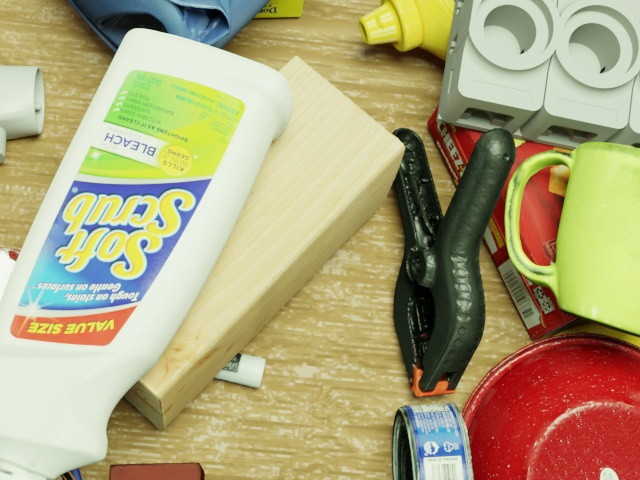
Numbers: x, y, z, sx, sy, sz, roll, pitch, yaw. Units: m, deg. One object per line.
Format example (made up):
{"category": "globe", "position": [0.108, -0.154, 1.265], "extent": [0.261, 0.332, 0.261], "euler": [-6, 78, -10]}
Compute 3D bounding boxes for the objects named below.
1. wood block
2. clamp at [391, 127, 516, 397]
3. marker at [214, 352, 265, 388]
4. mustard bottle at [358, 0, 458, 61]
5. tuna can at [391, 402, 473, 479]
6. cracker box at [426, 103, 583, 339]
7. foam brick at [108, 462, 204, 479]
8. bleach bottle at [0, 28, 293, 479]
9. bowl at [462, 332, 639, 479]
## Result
{"category": "wood block", "position": [-0.054, 0.001, 0.635], "extent": [0.091, 0.090, 0.206], "euler": [41, 70, 9]}
{"category": "clamp", "position": [0.070, 0.007, 0.663], "extent": [0.039, 0.120, 0.171], "euler": [4, 102, -21]}
{"category": "marker", "position": [-0.095, 0.070, 0.662], "extent": [0.121, 0.020, 0.020], "euler": [13, 75, -2]}
{"category": "mustard bottle", "position": [0.116, -0.166, 0.701], "extent": [0.191, 0.058, 0.096], "euler": [-20, 81, -9]}
{"category": "tuna can", "position": [0.065, 0.139, 0.627], "extent": [0.033, 0.086, 0.086], "euler": [-2, 76, -5]}
{"category": "cracker box", "position": [0.202, -0.054, 0.696], "extent": [0.213, 0.072, 0.164], "euler": [-23, 80, -11]}
{"category": "foam brick", "position": [-0.092, 0.156, 0.611], "extent": [0.051, 0.078, 0.053], "euler": [0, 76, -4]}
{"category": "bleach bottle", "position": [-0.101, 0.018, 0.541], "extent": [0.102, 0.068, 0.250], "euler": [18, 69, 3]}
{"category": "bowl", "position": [0.162, 0.137, 0.634], "extent": [0.162, 0.055, 0.162], "euler": [0, 89, -1]}
